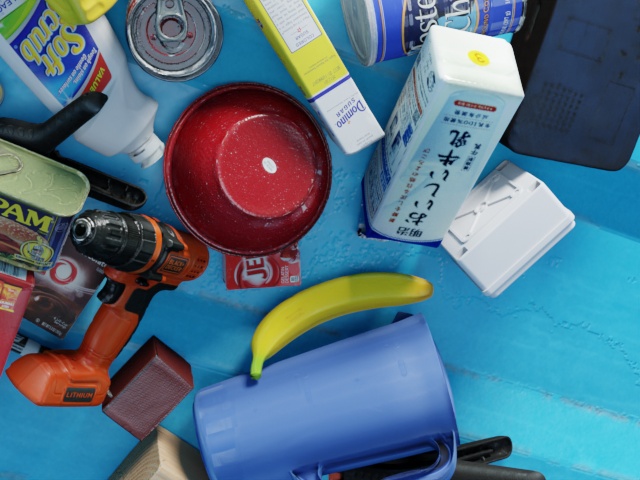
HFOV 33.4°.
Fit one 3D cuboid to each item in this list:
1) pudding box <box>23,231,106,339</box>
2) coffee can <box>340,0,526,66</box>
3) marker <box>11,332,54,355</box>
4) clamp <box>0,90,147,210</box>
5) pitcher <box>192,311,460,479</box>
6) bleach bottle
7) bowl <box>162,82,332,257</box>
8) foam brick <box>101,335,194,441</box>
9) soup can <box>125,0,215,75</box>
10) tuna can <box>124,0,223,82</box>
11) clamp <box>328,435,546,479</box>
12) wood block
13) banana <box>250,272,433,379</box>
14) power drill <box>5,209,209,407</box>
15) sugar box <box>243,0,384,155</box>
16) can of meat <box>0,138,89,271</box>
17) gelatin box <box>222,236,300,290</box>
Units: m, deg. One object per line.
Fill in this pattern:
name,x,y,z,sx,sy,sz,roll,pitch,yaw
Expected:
pudding box,-0.259,0.023,0.977,0.113,0.039,0.090,33,100,-19
coffee can,0.095,-0.217,0.932,0.140,0.103,0.103,-14,110,-7
marker,-0.296,0.091,1.004,0.121,0.020,0.020,29,101,-18
clamp,-0.235,-0.066,0.925,0.172,0.039,0.120,-7,125,23
pitcher,0.008,0.172,1.022,0.243,0.149,0.145,-16,98,1
bleach bottle,-0.215,-0.169,0.911,0.102,0.068,0.250,-38,114,2
bowl,-0.056,-0.065,0.952,0.161,0.055,0.162,0,90,-20
foam brick,-0.166,0.141,1.029,0.051,0.053,0.078,42,97,-20
soup can,-0.123,-0.176,0.865,0.068,0.102,0.068,-3,109,-10
tuna can,-0.128,-0.183,0.937,0.086,0.034,0.086,-3,109,-10
clamp,0.114,0.228,1.058,0.210,0.165,0.036,-3,92,-8
wood block,-0.108,0.287,1.069,0.206,0.091,0.090,38,98,-20
banana,0.010,0.070,1.034,0.197,0.070,0.037,-26,149,-10
power drill,-0.194,0.059,0.938,0.057,0.184,0.188,41,99,25
sugar box,-0.012,-0.162,0.935,0.048,0.093,0.176,-30,111,0
can of meat,-0.256,-0.028,0.898,0.102,0.057,0.084,22,132,-12
gelatin box,-0.057,0.001,1.015,0.073,0.030,0.089,-3,108,-10
